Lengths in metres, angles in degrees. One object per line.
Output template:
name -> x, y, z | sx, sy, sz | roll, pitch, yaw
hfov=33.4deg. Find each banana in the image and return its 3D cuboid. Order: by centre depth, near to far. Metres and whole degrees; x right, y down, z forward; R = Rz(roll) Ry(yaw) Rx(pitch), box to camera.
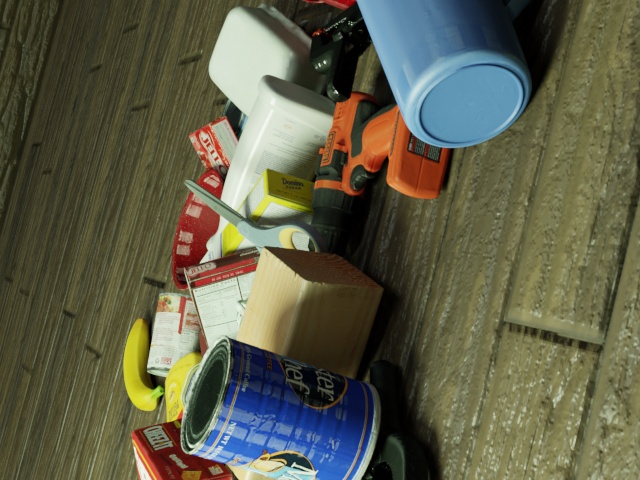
banana -> -0.256, 0.188, 1.541 | 0.070, 0.037, 0.198 | -49, 32, 10

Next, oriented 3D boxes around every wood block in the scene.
wood block -> -0.026, 0.119, 1.011 | 0.091, 0.090, 0.206 | 37, 115, 53

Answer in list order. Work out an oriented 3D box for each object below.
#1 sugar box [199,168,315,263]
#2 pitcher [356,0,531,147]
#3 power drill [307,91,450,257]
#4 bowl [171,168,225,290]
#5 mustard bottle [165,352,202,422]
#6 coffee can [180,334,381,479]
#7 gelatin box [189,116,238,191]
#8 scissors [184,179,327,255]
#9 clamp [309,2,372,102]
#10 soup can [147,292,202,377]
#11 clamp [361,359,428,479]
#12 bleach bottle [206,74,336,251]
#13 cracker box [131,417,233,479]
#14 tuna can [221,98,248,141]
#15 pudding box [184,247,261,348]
sugar box -> -0.058, 0.001, 1.172 | 0.176, 0.093, 0.048 | -48, 34, 42
pitcher -> 0.109, -0.204, 0.927 | 0.149, 0.144, 0.243 | 116, 150, -45
power drill -> 0.051, -0.069, 1.031 | 0.188, 0.057, 0.184 | -8, 68, 63
bowl -> -0.137, -0.008, 1.384 | 0.162, 0.055, 0.162 | -42, 40, 49
mustard bottle -> -0.152, 0.236, 1.271 | 0.096, 0.058, 0.191 | -52, 33, 41
coffee can -> -0.034, 0.150, 0.904 | 0.103, 0.140, 0.103 | -55, 23, 37
gelatin box -> -0.130, -0.112, 1.402 | 0.073, 0.030, 0.089 | -14, 105, 61
scissors -> -0.062, -0.020, 1.088 | 0.202, 0.016, 0.096 | 48, 134, 15
clamp -> 0.043, -0.225, 1.142 | 0.164, 0.036, 0.210 | -49, 19, 2
soup can -> -0.185, 0.125, 1.390 | 0.069, 0.068, 0.102 | -19, 60, 60
clamp -> 0.055, 0.178, 0.906 | 0.172, 0.039, 0.120 | 38, 113, 64
bleach bottle -> -0.071, -0.057, 1.221 | 0.251, 0.102, 0.068 | -62, 23, 23
cracker box -> -0.131, 0.310, 1.081 | 0.164, 0.072, 0.214 | -154, 55, -65
tuna can -> -0.104, -0.163, 1.429 | 0.086, 0.033, 0.086 | -42, 40, 49
pudding box -> -0.093, 0.065, 1.161 | 0.039, 0.090, 0.113 | -111, 9, -45
